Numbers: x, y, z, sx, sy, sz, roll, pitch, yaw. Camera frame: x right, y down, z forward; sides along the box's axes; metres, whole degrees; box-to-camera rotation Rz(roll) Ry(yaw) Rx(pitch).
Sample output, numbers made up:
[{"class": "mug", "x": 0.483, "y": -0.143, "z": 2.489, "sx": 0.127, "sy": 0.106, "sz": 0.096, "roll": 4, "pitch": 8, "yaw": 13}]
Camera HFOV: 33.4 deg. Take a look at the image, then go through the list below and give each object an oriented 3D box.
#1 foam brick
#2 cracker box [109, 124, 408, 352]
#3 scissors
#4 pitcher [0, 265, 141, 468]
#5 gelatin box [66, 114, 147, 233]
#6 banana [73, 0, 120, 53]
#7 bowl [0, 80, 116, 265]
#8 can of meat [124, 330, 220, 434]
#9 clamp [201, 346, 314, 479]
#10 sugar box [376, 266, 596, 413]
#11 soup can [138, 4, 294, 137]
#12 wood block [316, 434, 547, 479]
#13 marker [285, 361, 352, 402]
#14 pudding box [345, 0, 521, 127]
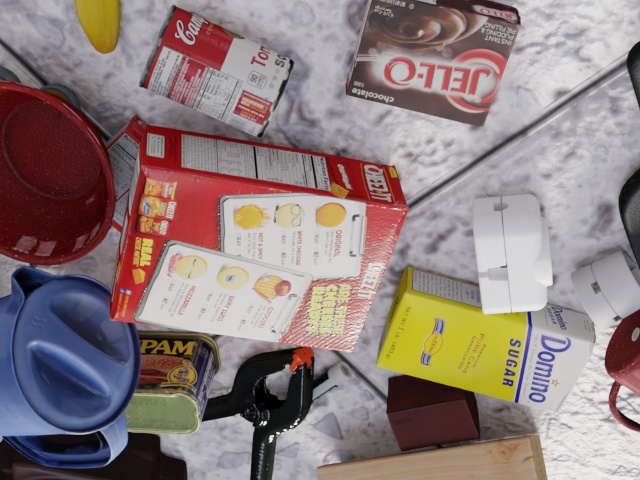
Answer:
[{"class": "foam brick", "x": 0.106, "y": 0.157, "z": 1.003, "sx": 0.078, "sy": 0.051, "sz": 0.053, "roll": -12, "pitch": 122, "yaw": 16}, {"class": "cracker box", "x": -0.056, "y": 0.001, "z": 0.882, "sx": 0.213, "sy": 0.072, "sz": 0.164, "roll": 8, "pitch": 128, "yaw": -14}, {"class": "scissors", "x": -0.237, "y": -0.059, "z": 0.922, "sx": 0.096, "sy": 0.016, "sz": 0.202, "roll": -4, "pitch": 124, "yaw": 11}, {"class": "pitcher", "x": -0.281, "y": 0.124, "z": 0.956, "sx": 0.243, "sy": 0.149, "sz": 0.144, "roll": -14, "pitch": 154, "yaw": 39}, {"class": "gelatin box", "x": -0.159, "y": -0.053, "z": 0.906, "sx": 0.073, "sy": 0.030, "sz": 0.089, "roll": 42, "pitch": 120, "yaw": -18}, {"class": "banana", "x": -0.144, "y": -0.225, "z": 0.778, "sx": 0.069, "sy": 0.037, "sz": 0.198, "roll": 30, "pitch": 124, "yaw": -12}, {"class": "bowl", "x": -0.230, "y": -0.062, "z": 0.865, "sx": 0.162, "sy": 0.055, "sz": 0.162, "roll": 7, "pitch": 120, "yaw": 13}, {"class": "can of meat", "x": -0.152, "y": 0.134, "z": 1.003, "sx": 0.102, "sy": 0.084, "sz": 0.057, "roll": 1, "pitch": 125, "yaw": 7}, {"class": "clamp", "x": -0.055, "y": 0.172, "z": 1.028, "sx": 0.120, "sy": 0.039, "sz": 0.172, "roll": 47, "pitch": 121, "yaw": -2}, {"class": "sugar box", "x": 0.146, "y": 0.091, "z": 0.954, "sx": 0.176, "sy": 0.048, "sz": 0.093, "roll": 16, "pitch": 125, "yaw": -2}, {"class": "soup can", "x": -0.079, "y": -0.128, "z": 0.818, "sx": 0.102, "sy": 0.068, "sz": 0.069, "roll": 23, "pitch": 125, "yaw": -9}, {"class": "wood block", "x": 0.111, "y": 0.245, "z": 1.022, "sx": 0.206, "sy": 0.090, "sz": 0.091, "roll": -12, "pitch": 78, "yaw": 15}, {"class": "marker", "x": -0.018, "y": 0.155, "z": 1.038, "sx": 0.020, "sy": 0.020, "sz": 0.121, "roll": 41, "pitch": 120, "yaw": -20}, {"class": "pudding box", "x": 0.083, "y": -0.142, "z": 0.803, "sx": 0.113, "sy": 0.039, "sz": 0.090, "roll": 14, "pitch": 126, "yaw": -2}]
